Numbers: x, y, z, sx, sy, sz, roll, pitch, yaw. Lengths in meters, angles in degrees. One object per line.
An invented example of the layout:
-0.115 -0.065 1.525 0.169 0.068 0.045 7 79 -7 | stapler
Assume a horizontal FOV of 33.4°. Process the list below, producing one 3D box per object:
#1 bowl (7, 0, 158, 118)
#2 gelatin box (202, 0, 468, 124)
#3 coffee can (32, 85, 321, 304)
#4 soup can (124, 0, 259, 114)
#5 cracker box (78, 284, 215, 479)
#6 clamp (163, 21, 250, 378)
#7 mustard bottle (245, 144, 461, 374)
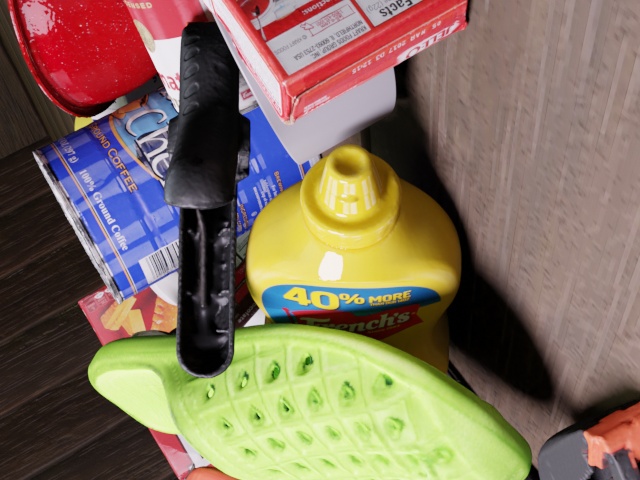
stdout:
-0.113 -0.151 0.602 0.162 0.055 0.162 1 -90 -75 | bowl
-0.003 -0.093 0.359 0.089 0.073 0.030 56 168 17 | gelatin box
-0.083 -0.040 0.634 0.103 0.140 0.103 56 167 20 | coffee can
-0.062 -0.120 0.545 0.069 0.068 0.102 42 159 55 | soup can
-0.110 0.111 1.026 0.214 0.164 0.072 58 170 12 | cracker box
-0.049 -0.029 0.466 0.171 0.039 0.120 -90 9 -49 | clamp
0.015 0.017 0.489 0.191 0.096 0.058 85 -172 -60 | mustard bottle
